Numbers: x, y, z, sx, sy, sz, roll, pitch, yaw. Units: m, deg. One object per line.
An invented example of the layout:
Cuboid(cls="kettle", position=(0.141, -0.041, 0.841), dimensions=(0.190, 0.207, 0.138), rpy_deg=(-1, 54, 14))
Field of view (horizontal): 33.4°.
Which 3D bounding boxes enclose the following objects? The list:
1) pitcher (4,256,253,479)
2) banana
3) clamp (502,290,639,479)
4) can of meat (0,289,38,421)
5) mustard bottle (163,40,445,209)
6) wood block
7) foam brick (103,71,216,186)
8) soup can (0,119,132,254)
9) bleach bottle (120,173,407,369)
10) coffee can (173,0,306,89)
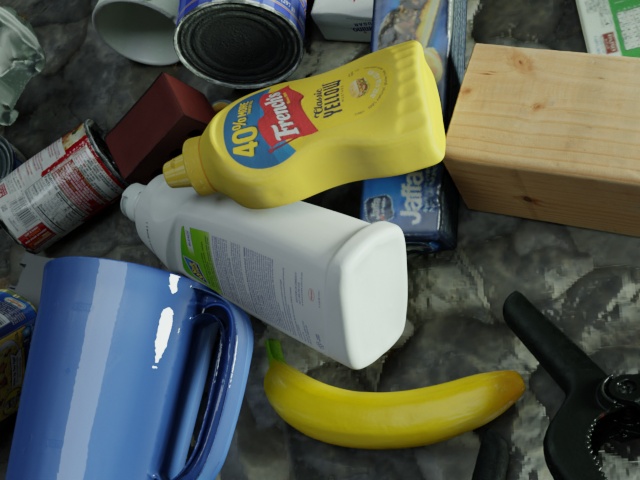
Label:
Cuboid(cls="pitcher", position=(-0.142, 0.140, 0.730), dimensions=(0.145, 0.149, 0.243), rpy_deg=(13, 72, -13))
Cuboid(cls="banana", position=(0.036, 0.107, 0.720), dimensions=(0.198, 0.037, 0.069), rpy_deg=(6, 72, 27))
Cuboid(cls="clamp", position=(0.191, 0.093, 0.627), dimensions=(0.165, 0.036, 0.210), rpy_deg=(-10, 36, 16))
Cuboid(cls="can of meat", position=(-0.256, 0.096, 0.796), dimensions=(0.057, 0.083, 0.102), rpy_deg=(23, 118, 19))
Cuboid(cls="mustard bottle", position=(-0.016, -0.068, 0.714), dimensions=(0.192, 0.058, 0.096), rpy_deg=(-15, 48, 15))
Cuboid(cls="wood block", position=(0.197, -0.061, 0.703), dimensions=(0.206, 0.090, 0.090), rpy_deg=(11, 71, 26))
Cuboid(cls="foam brick", position=(-0.125, -0.084, 0.858), dimensions=(0.078, 0.052, 0.051), rpy_deg=(-45, 54, 19))
Cuboid(cls="soup can", position=(-0.212, -0.043, 0.876), dimensions=(0.102, 0.068, 0.068), rpy_deg=(-34, 59, 5))
Cuboid(cls="bleach bottle", position=(-0.055, 0.001, 0.767), dimensions=(0.251, 0.102, 0.068), rpy_deg=(23, 43, 36))
Cuboid(cls="coffee can", position=(-0.060, -0.209, 0.861), dimensions=(0.103, 0.102, 0.140), rpy_deg=(-9, 57, 18))
